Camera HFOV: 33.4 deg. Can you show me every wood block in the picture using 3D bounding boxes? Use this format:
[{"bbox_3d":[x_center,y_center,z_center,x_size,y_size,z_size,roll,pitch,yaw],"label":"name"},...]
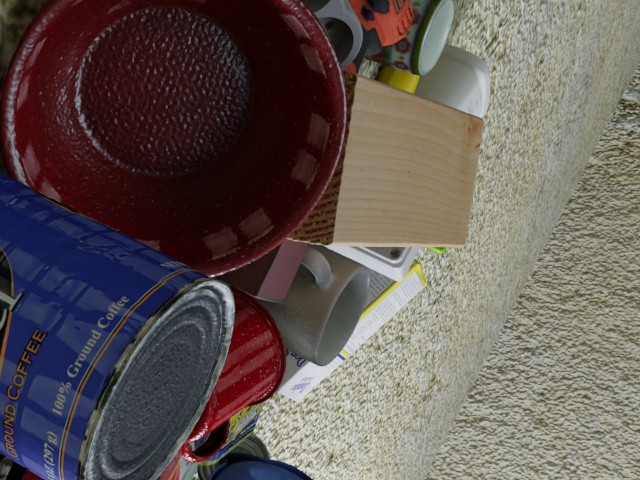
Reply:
[{"bbox_3d":[0.019,-0.046,0.643,0.205,0.090,0.091,0,98,-64],"label":"wood block"}]

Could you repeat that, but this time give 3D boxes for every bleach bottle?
[{"bbox_3d":[0.080,-0.071,1.052,0.250,0.068,0.102,-55,157,-22],"label":"bleach bottle"}]

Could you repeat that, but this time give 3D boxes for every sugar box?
[{"bbox_3d":[0.021,0.076,1.016,0.176,0.048,0.093,-40,161,-1],"label":"sugar box"}]

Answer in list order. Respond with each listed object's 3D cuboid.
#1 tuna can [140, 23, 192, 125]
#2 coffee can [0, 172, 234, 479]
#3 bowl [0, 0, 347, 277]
[{"bbox_3d":[-0.076,-0.097,0.580,0.086,0.034,0.086,-55,161,-30],"label":"tuna can"},{"bbox_3d":[-0.121,0.033,0.440,0.102,0.140,0.103,-55,160,-30],"label":"coffee can"},{"bbox_3d":[-0.071,-0.063,0.514,0.055,0.162,0.162,-120,-135,-61],"label":"bowl"}]
